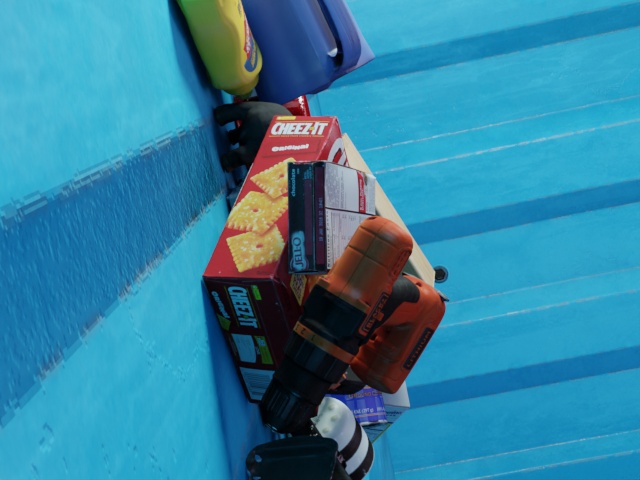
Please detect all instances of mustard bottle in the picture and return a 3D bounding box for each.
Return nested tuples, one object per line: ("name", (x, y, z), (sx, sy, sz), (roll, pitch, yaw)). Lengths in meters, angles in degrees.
("mustard bottle", (-0.095, -0.202, 1.028), (0.191, 0.058, 0.096), (73, 7, -57))

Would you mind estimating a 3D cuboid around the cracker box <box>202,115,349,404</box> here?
("cracker box", (-0.022, 0.016, 0.954), (0.213, 0.072, 0.164), (-69, 154, -43))

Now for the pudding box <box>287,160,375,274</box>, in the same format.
("pudding box", (0.011, -0.016, 0.882), (0.113, 0.039, 0.090), (6, 84, -64))

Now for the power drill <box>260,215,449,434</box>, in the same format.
("power drill", (0.033, 0.081, 0.878), (0.184, 0.057, 0.187), (-58, 158, 0))

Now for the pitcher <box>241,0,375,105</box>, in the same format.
("pitcher", (-0.045, -0.267, 1.109), (0.243, 0.149, 0.144), (64, 23, -11))

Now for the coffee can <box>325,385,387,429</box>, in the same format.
("coffee can", (0.020, 0.163, 1.307), (0.103, 0.103, 0.140), (60, 19, -76))
